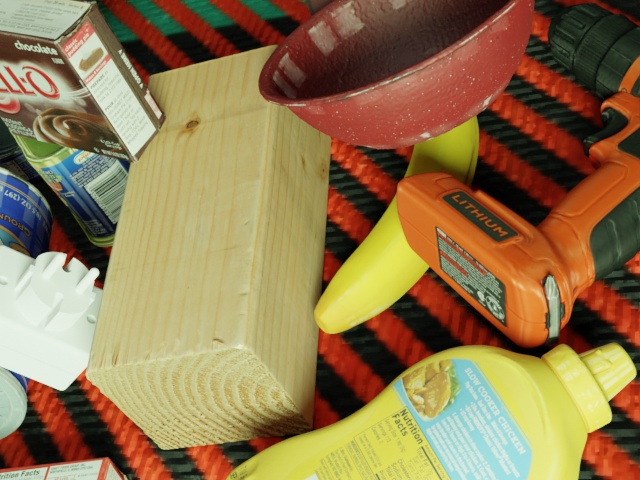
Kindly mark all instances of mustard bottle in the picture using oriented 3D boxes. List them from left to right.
[{"bbox_3d":[0.057,0.102,0.485,0.191,0.058,0.096,-31,49,0],"label":"mustard bottle"}]

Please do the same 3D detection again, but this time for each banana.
[{"bbox_3d":[0.052,-0.031,0.607,0.070,0.037,0.197,1,57,24],"label":"banana"}]

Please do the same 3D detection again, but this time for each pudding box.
[{"bbox_3d":[-0.152,-0.094,0.598,0.114,0.090,0.039,12,58,34],"label":"pudding box"}]

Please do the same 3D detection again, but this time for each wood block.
[{"bbox_3d":[-0.054,0.000,0.596,0.091,0.090,0.206,-10,51,18],"label":"wood block"}]

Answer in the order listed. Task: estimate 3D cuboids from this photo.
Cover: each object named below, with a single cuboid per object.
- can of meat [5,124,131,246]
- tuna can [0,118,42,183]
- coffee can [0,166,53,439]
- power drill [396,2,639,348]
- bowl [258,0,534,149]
[{"bbox_3d":[-0.158,-0.058,0.694,0.057,0.084,0.102,-37,48,-6],"label":"can of meat"},{"bbox_3d":[-0.216,-0.080,0.772,0.086,0.033,0.086,-13,50,15],"label":"tuna can"},{"bbox_3d":[-0.218,0.037,0.633,0.103,0.102,0.140,-15,49,14],"label":"coffee can"},{"bbox_3d":[0.134,-0.043,0.549,0.187,0.057,0.185,-33,48,-14],"label":"power drill"},{"bbox_3d":[0.050,-0.097,0.569,0.162,0.055,0.162,-23,27,13],"label":"bowl"}]
